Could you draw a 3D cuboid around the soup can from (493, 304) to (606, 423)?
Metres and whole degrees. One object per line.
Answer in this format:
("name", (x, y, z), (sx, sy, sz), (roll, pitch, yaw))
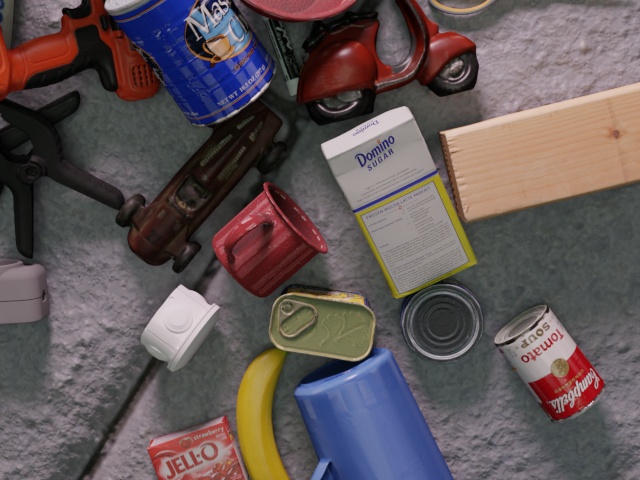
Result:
("soup can", (0.232, 0.124, 1.080), (0.068, 0.068, 0.102), (-37, 94, 6))

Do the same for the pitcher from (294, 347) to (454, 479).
("pitcher", (0.058, 0.240, 1.067), (0.145, 0.149, 0.243), (-23, 93, 16))

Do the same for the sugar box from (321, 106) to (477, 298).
("sugar box", (0.078, -0.036, 1.047), (0.093, 0.048, 0.176), (-25, 115, 3))

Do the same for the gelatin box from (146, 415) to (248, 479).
("gelatin box", (-0.129, 0.234, 1.123), (0.089, 0.030, 0.073), (-19, 96, 4))

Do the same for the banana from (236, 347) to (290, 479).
("banana", (-0.053, 0.198, 1.113), (0.069, 0.037, 0.198), (1, 98, 2))

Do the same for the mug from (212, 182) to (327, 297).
("mug", (-0.057, 0.001, 1.051), (0.081, 0.117, 0.093), (-41, 72, 11))

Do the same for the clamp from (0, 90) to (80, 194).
("clamp", (-0.345, -0.092, 1.076), (0.164, 0.036, 0.210), (16, 105, -16))

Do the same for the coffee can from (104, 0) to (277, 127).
("coffee can", (-0.120, -0.193, 1.006), (0.103, 0.103, 0.140), (-33, 120, 5))

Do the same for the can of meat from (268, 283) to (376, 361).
("can of meat", (0.003, 0.079, 1.072), (0.102, 0.084, 0.057), (8, 98, 0))

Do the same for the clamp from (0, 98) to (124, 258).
("clamp", (-0.275, -0.073, 1.063), (0.120, 0.039, 0.171), (-23, 119, -8))

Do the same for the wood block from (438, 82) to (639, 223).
("wood block", (0.228, -0.086, 1.041), (0.206, 0.090, 0.091), (-13, 96, 3))

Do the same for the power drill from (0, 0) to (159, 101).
("power drill", (-0.249, -0.213, 1.012), (0.187, 0.057, 0.184), (-16, 103, -28))

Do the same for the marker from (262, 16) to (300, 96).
("marker", (-0.042, -0.204, 1.068), (0.020, 0.020, 0.121), (-20, 96, 4))

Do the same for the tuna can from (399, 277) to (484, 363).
("tuna can", (0.124, 0.082, 1.094), (0.086, 0.033, 0.086), (0, 98, 2))
